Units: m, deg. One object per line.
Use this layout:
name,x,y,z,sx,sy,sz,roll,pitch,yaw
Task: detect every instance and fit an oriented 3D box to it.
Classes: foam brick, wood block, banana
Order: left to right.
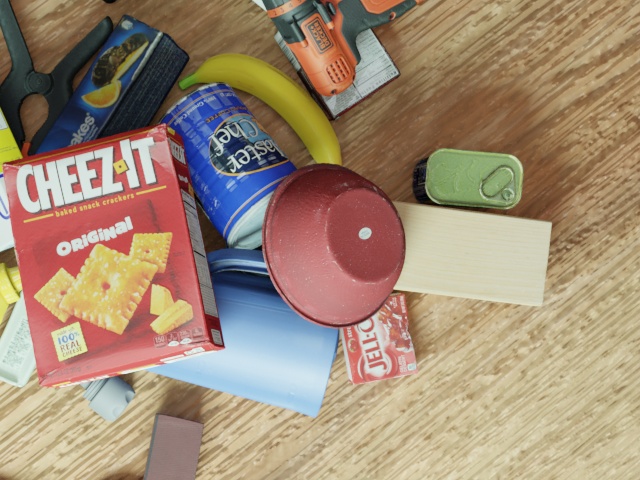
foam brick,-0.152,0.225,1.097,0.051,0.053,0.078,11,66,-7
banana,-0.050,-0.145,1.134,0.198,0.037,0.070,31,116,-3
wood block,0.127,0.012,1.125,0.206,0.090,0.091,7,89,-6

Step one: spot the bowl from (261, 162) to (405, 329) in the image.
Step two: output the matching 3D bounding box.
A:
bowl,0.027,0.000,1.006,0.161,0.055,0.162,8,76,-33

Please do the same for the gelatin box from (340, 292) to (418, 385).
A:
gelatin box,0.060,0.105,1.146,0.073,0.030,0.089,-10,91,-7

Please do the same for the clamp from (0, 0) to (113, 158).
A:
clamp,-0.279,-0.167,1.104,0.120,0.039,0.171,4,95,-2

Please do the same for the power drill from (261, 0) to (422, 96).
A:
power drill,0.030,-0.266,1.076,0.187,0.057,0.184,-35,114,-10

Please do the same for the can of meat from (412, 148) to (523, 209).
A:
can of meat,0.153,-0.063,1.131,0.102,0.084,0.057,4,89,-7

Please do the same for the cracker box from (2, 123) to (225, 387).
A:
cracker box,-0.192,0.015,0.989,0.164,0.072,0.214,-13,80,4

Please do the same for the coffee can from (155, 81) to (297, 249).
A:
coffee can,-0.089,-0.073,1.070,0.102,0.103,0.140,-37,75,-6

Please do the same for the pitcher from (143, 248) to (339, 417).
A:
pitcher,-0.100,0.081,1.076,0.242,0.145,0.149,13,83,-4

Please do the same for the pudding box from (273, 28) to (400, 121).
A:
pudding box,0.018,-0.197,1.139,0.090,0.039,0.113,-34,96,-8
